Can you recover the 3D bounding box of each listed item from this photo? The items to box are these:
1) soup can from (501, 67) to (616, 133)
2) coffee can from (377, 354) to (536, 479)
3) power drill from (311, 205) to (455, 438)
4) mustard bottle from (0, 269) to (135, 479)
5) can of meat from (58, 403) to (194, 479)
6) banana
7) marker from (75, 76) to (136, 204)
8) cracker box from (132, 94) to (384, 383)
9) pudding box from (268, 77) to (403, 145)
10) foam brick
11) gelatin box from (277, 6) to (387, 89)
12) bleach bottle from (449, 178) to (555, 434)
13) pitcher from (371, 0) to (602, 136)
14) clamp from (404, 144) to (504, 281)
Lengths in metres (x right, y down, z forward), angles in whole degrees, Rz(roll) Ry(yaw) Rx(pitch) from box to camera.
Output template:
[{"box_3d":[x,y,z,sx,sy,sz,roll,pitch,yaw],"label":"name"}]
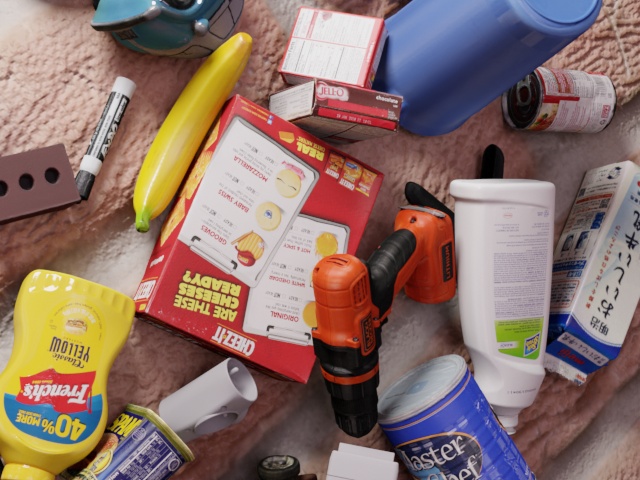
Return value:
[{"box_3d":[0.254,-0.149,1.135,0.102,0.069,0.068,0,84,-26],"label":"soup can"},{"box_3d":[0.127,0.195,1.019,0.102,0.103,0.140,-36,100,-24],"label":"coffee can"},{"box_3d":[0.061,0.066,0.984,0.187,0.057,0.184,-42,136,-46],"label":"power drill"},{"box_3d":[-0.219,0.126,0.870,0.096,0.058,0.191,20,65,-21],"label":"mustard bottle"},{"box_3d":[-0.163,0.187,0.885,0.083,0.102,0.057,-44,104,-21],"label":"can of meat"},{"box_3d":[-0.117,-0.095,0.948,0.037,0.070,0.198,30,83,-32],"label":"banana"},{"box_3d":[-0.194,-0.088,0.945,0.020,0.020,0.121,25,74,-21],"label":"marker"},{"box_3d":[-0.056,0.001,0.971,0.164,0.072,0.213,27,75,-20],"label":"cracker box"},{"box_3d":[0.011,-0.119,0.992,0.089,0.114,0.039,9,84,-24],"label":"pudding box"},{"box_3d":[-0.250,-0.045,0.895,0.078,0.051,0.053,-18,92,-26],"label":"foam brick"},{"box_3d":[0.012,-0.180,1.022,0.089,0.030,0.073,12,76,17],"label":"gelatin box"},{"box_3d":[0.176,0.067,1.050,0.102,0.068,0.251,-2,98,-20],"label":"bleach bottle"},{"box_3d":[0.155,-0.202,0.997,0.144,0.243,0.149,5,76,-23],"label":"pitcher"},{"box_3d":[0.152,-0.004,1.088,0.120,0.039,0.171,-15,92,-18],"label":"clamp"}]
